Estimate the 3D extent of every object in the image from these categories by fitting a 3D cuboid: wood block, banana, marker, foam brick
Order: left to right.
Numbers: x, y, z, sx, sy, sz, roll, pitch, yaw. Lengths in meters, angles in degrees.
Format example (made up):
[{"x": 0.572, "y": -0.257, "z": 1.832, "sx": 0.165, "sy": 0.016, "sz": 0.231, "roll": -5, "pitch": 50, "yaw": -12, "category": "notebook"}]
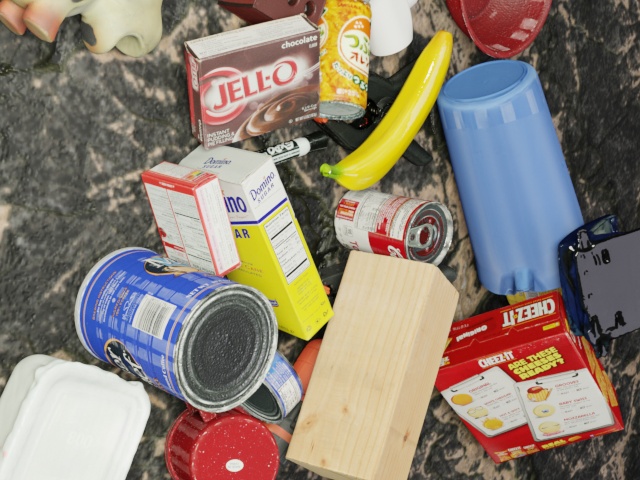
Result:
[{"x": -0.040, "y": -0.212, "z": 0.926, "sx": 0.078, "sy": 0.051, "sz": 0.053, "roll": 21, "pitch": 87, "yaw": -46, "category": "foam brick"}, {"x": -0.038, "y": -0.081, "z": 0.990, "sx": 0.120, "sy": 0.020, "sz": 0.020, "roll": -23, "pitch": 117, "yaw": -39, "category": "marker"}, {"x": 0.053, "y": 0.125, "z": 1.008, "sx": 0.090, "sy": 0.090, "sz": 0.206, "roll": 44, "pitch": 60, "yaw": -58, "category": "wood block"}, {"x": 0.071, "y": -0.112, "z": 1.013, "sx": 0.197, "sy": 0.037, "sz": 0.069, "roll": -52, "pitch": 160, "yaw": -19, "category": "banana"}]

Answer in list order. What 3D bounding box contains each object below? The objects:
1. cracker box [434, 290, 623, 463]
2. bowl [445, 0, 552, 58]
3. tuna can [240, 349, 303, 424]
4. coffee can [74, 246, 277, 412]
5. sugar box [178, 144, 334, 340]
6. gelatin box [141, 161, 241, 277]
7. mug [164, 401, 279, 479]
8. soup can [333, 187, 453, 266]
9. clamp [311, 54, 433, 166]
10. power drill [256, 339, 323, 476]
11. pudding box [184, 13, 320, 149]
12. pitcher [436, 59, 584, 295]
[{"x": 0.237, "y": 0.162, "z": 1.233, "sx": 0.213, "sy": 0.164, "sz": 0.072, "roll": 52, "pitch": 27, "yaw": -40, "category": "cracker box"}, {"x": 0.179, "y": -0.275, "z": 1.122, "sx": 0.161, "sy": 0.055, "sz": 0.162, "roll": -15, "pitch": 112, "yaw": -42, "category": "bowl"}, {"x": -0.057, "y": 0.127, "z": 0.984, "sx": 0.033, "sy": 0.086, "sz": 0.086, "roll": -45, "pitch": 129, "yaw": -29, "category": "tuna can"}, {"x": -0.119, "y": 0.069, "z": 0.866, "sx": 0.102, "sy": 0.141, "sz": 0.103, "roll": -15, "pitch": 112, "yaw": -42, "category": "coffee can"}, {"x": -0.057, "y": 0.001, "z": 0.943, "sx": 0.048, "sy": 0.093, "sz": 0.176, "roll": -44, "pitch": 128, "yaw": -27, "category": "sugar box"}, {"x": -0.108, "y": -0.018, "z": 0.900, "sx": 0.030, "sy": 0.073, "sz": 0.089, "roll": -34, "pitch": 123, "yaw": -33, "category": "gelatin box"}, {"x": -0.090, "y": 0.181, "z": 0.952, "sx": 0.093, "sy": 0.082, "sz": 0.117, "roll": -25, "pitch": 96, "yaw": -19, "category": "mug"}, {"x": 0.070, "y": -0.014, "z": 1.057, "sx": 0.068, "sy": 0.102, "sz": 0.068, "roll": -15, "pitch": 112, "yaw": -42, "category": "soup can"}, {"x": 0.062, "y": -0.139, "z": 1.058, "sx": 0.171, "sy": 0.039, "sz": 0.120, "roll": 2, "pitch": 99, "yaw": -45, "category": "clamp"}, {"x": -0.001, "y": 0.218, "z": 1.086, "sx": 0.184, "sy": 0.057, "sz": 0.187, "roll": -56, "pitch": 133, "yaw": -18, "category": "power drill"}, {"x": -0.056, "y": -0.135, "z": 0.904, "sx": 0.113, "sy": 0.039, "sz": 0.090, "roll": -20, "pitch": 137, "yaw": -21, "category": "pudding box"}, {"x": 0.211, "y": -0.074, "z": 1.174, "sx": 0.145, "sy": 0.149, "sz": 0.243, "roll": -30, "pitch": 120, "yaw": -15, "category": "pitcher"}]
